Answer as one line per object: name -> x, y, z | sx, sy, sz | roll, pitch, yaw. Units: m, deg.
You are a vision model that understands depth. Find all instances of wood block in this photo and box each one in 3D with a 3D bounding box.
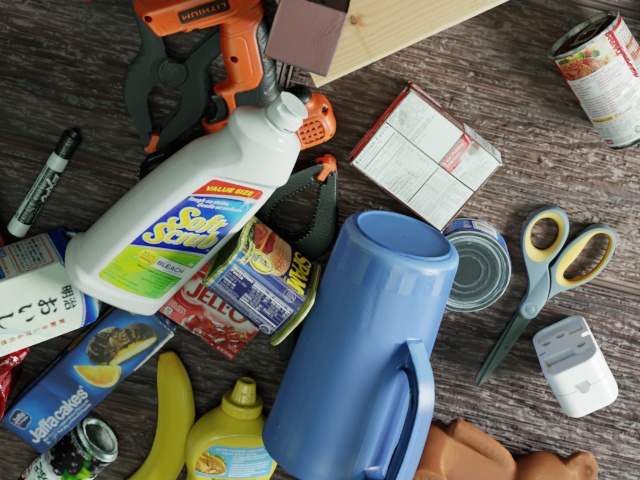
wood block -> 0.073, -0.219, 0.893 | 0.206, 0.090, 0.091 | -23, 109, 11

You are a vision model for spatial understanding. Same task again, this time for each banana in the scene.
banana -> -0.166, 0.205, 1.092 | 0.069, 0.037, 0.198 | 24, 110, -8

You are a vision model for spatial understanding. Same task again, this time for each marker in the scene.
marker -> -0.260, -0.055, 1.009 | 0.020, 0.020, 0.121 | 32, 109, -9

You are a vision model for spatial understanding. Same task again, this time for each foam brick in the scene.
foam brick -> -0.010, -0.167, 0.827 | 0.053, 0.078, 0.051 | 18, 113, -5

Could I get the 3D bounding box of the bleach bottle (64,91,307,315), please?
bleach bottle -> -0.109, -0.038, 0.914 | 0.102, 0.068, 0.251 | 27, 124, -34

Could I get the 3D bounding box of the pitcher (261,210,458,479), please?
pitcher -> 0.045, 0.105, 0.974 | 0.149, 0.144, 0.243 | 21, 113, 8

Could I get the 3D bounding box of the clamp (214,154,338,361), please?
clamp -> -0.057, 0.001, 1.010 | 0.164, 0.036, 0.210 | 26, 113, -7

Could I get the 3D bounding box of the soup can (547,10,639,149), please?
soup can -> 0.253, -0.138, 0.926 | 0.068, 0.068, 0.102 | -33, 106, 14

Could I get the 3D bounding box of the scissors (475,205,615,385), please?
scissors -> 0.193, 0.047, 1.026 | 0.096, 0.016, 0.202 | 43, 107, -11

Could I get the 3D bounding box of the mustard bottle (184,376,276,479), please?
mustard bottle -> -0.092, 0.226, 1.082 | 0.096, 0.058, 0.192 | 6, 111, -19

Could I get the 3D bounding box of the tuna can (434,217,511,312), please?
tuna can -> 0.137, 0.024, 1.011 | 0.086, 0.033, 0.086 | 1, 111, 2

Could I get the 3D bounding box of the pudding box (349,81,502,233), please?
pudding box -> 0.095, -0.075, 0.974 | 0.113, 0.039, 0.090 | 38, 108, -9

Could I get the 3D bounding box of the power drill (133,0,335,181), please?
power drill -> -0.093, -0.135, 0.918 | 0.184, 0.057, 0.187 | -20, 130, -2

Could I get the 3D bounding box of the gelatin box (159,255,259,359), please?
gelatin box -> -0.096, 0.060, 1.006 | 0.089, 0.030, 0.073 | 36, 116, -11

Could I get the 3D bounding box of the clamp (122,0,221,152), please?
clamp -> -0.121, -0.158, 0.953 | 0.120, 0.039, 0.171 | 9, 118, -2

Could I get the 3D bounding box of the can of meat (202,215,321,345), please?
can of meat -> -0.052, 0.032, 0.947 | 0.084, 0.102, 0.057 | 39, 112, -11
